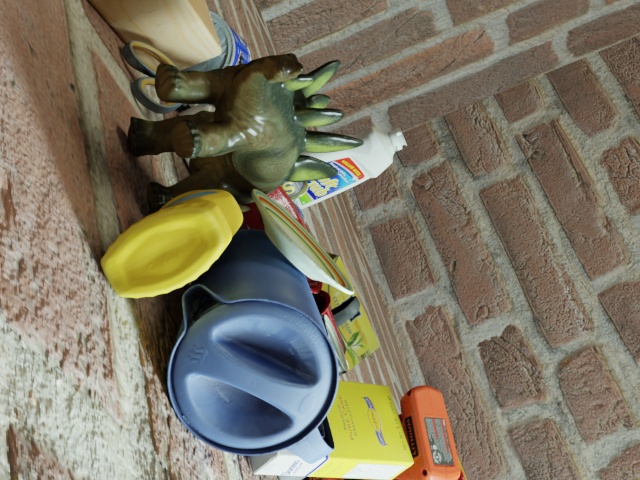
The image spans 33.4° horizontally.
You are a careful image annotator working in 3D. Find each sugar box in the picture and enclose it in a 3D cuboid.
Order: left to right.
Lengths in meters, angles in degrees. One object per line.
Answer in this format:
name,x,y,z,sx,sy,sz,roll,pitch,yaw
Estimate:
sugar box,0.004,0.183,1.048,0.175,0.048,0.093,14,45,-40

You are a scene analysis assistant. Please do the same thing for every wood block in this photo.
wood block,-0.190,-0.273,1.193,0.206,0.090,0.091,53,17,-70

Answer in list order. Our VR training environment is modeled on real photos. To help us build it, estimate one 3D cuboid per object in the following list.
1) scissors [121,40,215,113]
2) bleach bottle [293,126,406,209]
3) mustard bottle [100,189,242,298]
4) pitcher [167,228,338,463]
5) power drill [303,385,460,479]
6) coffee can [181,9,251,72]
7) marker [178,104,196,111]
scissors,-0.138,-0.151,1.189,0.201,0.016,0.096,33,40,-31
bleach bottle,0.004,-0.112,1.580,0.068,0.251,0.102,-105,171,-50
mustard bottle,-0.112,-0.005,0.869,0.058,0.096,0.191,61,6,-7
pitcher,-0.055,0.082,0.933,0.243,0.145,0.149,-104,-158,-72
power drill,0.055,0.221,1.159,0.057,0.188,0.184,9,60,-44
coffee can,-0.150,-0.237,1.371,0.140,0.103,0.103,-25,93,-84
marker,-0.176,-0.176,1.311,0.121,0.020,0.020,41,28,-78
